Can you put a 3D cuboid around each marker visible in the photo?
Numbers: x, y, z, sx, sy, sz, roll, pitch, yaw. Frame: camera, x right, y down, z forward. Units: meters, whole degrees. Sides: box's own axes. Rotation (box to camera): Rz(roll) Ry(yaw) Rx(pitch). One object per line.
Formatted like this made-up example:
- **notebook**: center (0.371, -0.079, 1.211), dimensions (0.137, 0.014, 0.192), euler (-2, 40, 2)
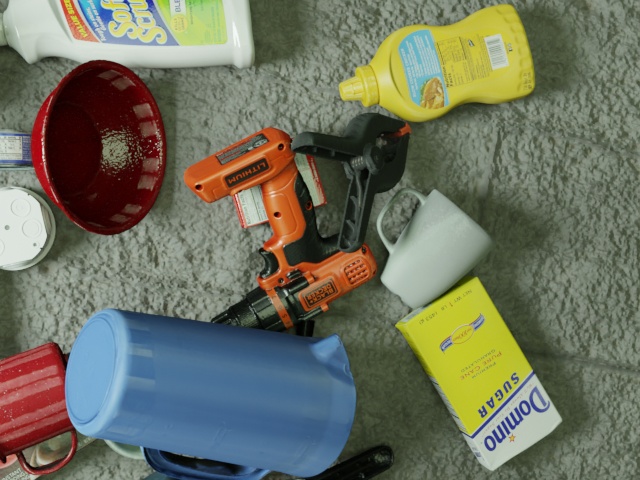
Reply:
- **marker**: center (-0.020, 0.134, 1.067), dimensions (0.020, 0.020, 0.121), euler (5, 89, -8)

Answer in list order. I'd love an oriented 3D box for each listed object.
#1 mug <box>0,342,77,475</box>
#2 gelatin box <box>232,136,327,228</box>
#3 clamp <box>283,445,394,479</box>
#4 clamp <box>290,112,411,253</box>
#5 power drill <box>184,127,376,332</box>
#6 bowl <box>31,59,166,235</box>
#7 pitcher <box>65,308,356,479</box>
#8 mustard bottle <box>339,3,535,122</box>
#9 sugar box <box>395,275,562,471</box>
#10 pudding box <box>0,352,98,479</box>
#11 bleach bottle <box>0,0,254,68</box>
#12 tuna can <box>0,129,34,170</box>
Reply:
- **mug**: center (-0.257, 0.153, 0.958), dimensions (0.081, 0.093, 0.117), euler (-21, 93, -12)
- **gelatin box**: center (-0.046, -0.058, 1.059), dimensions (0.089, 0.030, 0.073), euler (-17, 93, -8)
- **clamp**: center (-0.014, 0.246, 0.993), dimensions (0.210, 0.165, 0.036), euler (-13, 96, -8)
- **clamp**: center (0.034, -0.080, 1.015), dimensions (0.120, 0.039, 0.171), euler (63, 37, -25)
- **power drill**: center (-0.057, 0.001, 1.019), dimensions (0.184, 0.057, 0.187), euler (-29, 116, -7)
- **bowl**: center (-0.216, -0.086, 0.996), dimensions (0.055, 0.161, 0.162), euler (2, 89, 33)
- **pitcher**: center (-0.102, 0.142, 0.956), dimensions (0.242, 0.145, 0.149), euler (16, 74, -36)
- **mustard bottle**: center (0.112, -0.170, 1.069), dimensions (0.191, 0.058, 0.096), euler (-14, 90, -8)
- **sugar box**: center (0.161, 0.134, 1.080), dimensions (0.093, 0.048, 0.176), euler (-33, 93, -7)
- **pudding box**: center (-0.271, 0.173, 1.019), dimensions (0.113, 0.039, 0.090), euler (-32, 93, -8)
- **bleach bottle**: center (-0.193, -0.205, 1.024), dimensions (0.250, 0.068, 0.102), euler (-7, 90, -6)
- **tuna can**: center (-0.302, -0.083, 0.994), dimensions (0.086, 0.086, 0.034), euler (-1, 91, -8)
